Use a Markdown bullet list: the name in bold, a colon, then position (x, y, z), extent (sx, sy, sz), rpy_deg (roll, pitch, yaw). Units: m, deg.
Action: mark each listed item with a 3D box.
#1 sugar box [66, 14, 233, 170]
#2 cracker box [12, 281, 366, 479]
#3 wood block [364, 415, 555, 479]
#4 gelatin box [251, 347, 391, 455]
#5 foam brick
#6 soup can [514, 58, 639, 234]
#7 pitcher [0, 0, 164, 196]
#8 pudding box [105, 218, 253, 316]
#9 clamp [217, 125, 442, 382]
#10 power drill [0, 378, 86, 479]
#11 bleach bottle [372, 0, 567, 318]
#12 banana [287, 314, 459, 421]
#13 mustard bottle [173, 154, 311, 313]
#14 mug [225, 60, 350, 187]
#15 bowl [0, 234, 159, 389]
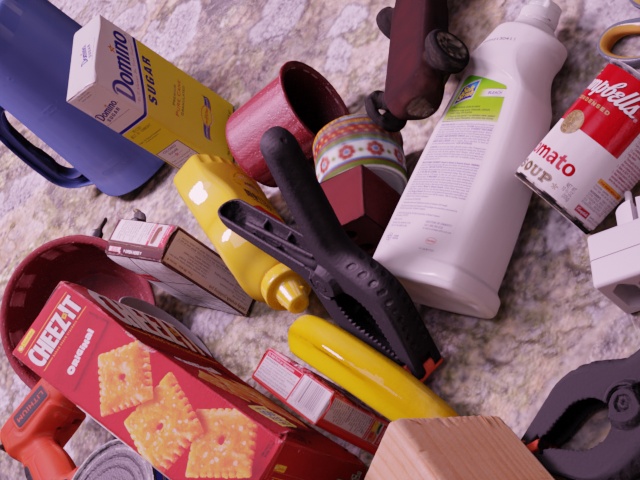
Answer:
- **sugar box**: position (-0.160, -0.134, 1.037), extent (0.048, 0.176, 0.093), rpy_deg (-29, 47, 29)
- **cracker box**: position (-0.087, 0.122, 0.761), extent (0.214, 0.164, 0.072), rpy_deg (31, 87, 28)
- **wood block**: position (0.109, 0.199, 0.602), extent (0.206, 0.090, 0.090), rpy_deg (50, 128, 49)
- **gelatin box**: position (0.001, 0.119, 0.794), extent (0.089, 0.073, 0.030), rpy_deg (28, 84, 51)
- **foam brick**: position (0.035, -0.013, 0.842), extent (0.053, 0.078, 0.051), rpy_deg (-25, 48, 32)
- **soup can**: position (0.191, -0.063, 0.728), extent (0.102, 0.068, 0.069), rpy_deg (-50, 41, 9)
- **pitcher**: position (-0.276, -0.157, 1.115), extent (0.145, 0.242, 0.149), rpy_deg (15, 70, 52)
- **pudding box**: position (-0.122, 0.024, 0.946), extent (0.090, 0.113, 0.039), rpy_deg (6, 68, 45)
- **clamp**: position (0.006, 0.021, 0.786), extent (0.036, 0.210, 0.165), rpy_deg (-42, 5, -23)
- **power drill**: position (-0.200, 0.187, 0.905), extent (0.184, 0.057, 0.188), rpy_deg (-49, 41, 10)
- **bleach bottle**: position (0.129, -0.071, 0.800), extent (0.103, 0.068, 0.250), rpy_deg (11, 71, 48)
- **banana**: position (0.031, 0.095, 0.778), extent (0.198, 0.069, 0.037), rpy_deg (28, 84, 49)
- **mustard bottle**: position (-0.056, 0.001, 0.908), extent (0.058, 0.096, 0.192), rpy_deg (-48, 41, 10)
- **mug**: position (-0.026, -0.090, 0.953), extent (0.082, 0.093, 0.117), rpy_deg (-34, 72, 31)
- **bowl**: position (-0.222, 0.076, 1.023), extent (0.162, 0.055, 0.162), rpy_deg (-1, 87, 13)
